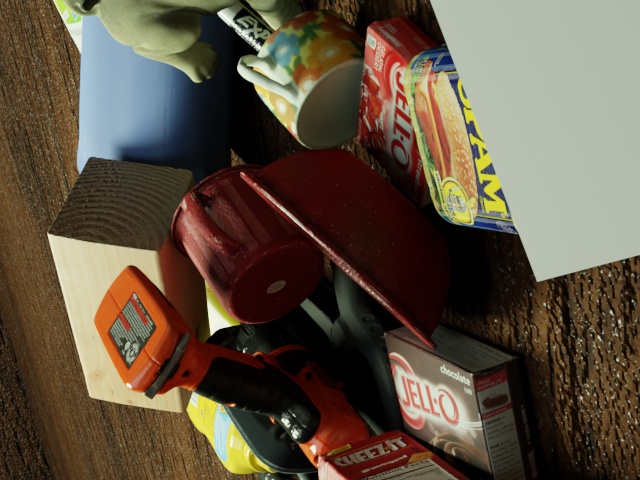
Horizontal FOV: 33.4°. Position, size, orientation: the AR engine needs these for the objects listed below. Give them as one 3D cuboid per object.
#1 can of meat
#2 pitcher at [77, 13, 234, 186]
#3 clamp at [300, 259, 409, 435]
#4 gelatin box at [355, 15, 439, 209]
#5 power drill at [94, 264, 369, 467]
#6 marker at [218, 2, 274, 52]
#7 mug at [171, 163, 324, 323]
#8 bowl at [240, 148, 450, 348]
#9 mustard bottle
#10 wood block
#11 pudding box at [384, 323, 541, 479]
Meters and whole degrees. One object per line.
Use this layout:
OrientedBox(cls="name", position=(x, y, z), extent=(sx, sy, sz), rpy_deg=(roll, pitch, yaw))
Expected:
OrientedBox(cls="can of meat", position=(0.090, -0.054, 0.535), extent=(0.084, 0.057, 0.102), rpy_deg=(14, 120, 66))
OrientedBox(cls="pitcher", position=(-0.136, -0.156, 0.853), extent=(0.145, 0.149, 0.243), rpy_deg=(-76, -2, -46))
OrientedBox(cls="clamp", position=(0.023, 0.067, 0.799), extent=(0.210, 0.036, 0.165), rpy_deg=(67, 157, 13))
OrientedBox(cls="gelatin box", position=(0.054, -0.075, 0.627), extent=(0.073, 0.030, 0.089), rpy_deg=(51, 151, 35))
OrientedBox(cls="power drill", position=(-0.067, 0.083, 0.773), extent=(0.057, 0.187, 0.185), rpy_deg=(-59, 35, 7))
OrientedBox(cls="marker", position=(-0.043, -0.143, 0.737), extent=(0.121, 0.020, 0.020), rpy_deg=(42, 153, 3))
OrientedBox(cls="mug", position=(-0.055, 0.001, 0.762), extent=(0.082, 0.093, 0.117), rpy_deg=(53, -172, 36))
OrientedBox(cls="bowl", position=(0.027, -0.006, 0.658), extent=(0.162, 0.055, 0.162), rpy_deg=(42, 178, 1))
OrientedBox(cls="mustard bottle", position=(-0.081, 0.175, 1.060), extent=(0.192, 0.058, 0.096), rpy_deg=(37, 119, 59))
OrientedBox(cls="wood block", position=(-0.149, 0.042, 0.879), extent=(0.206, 0.090, 0.090), rpy_deg=(90, -168, -46))
OrientedBox(cls="pudding box", position=(0.089, 0.106, 0.687), extent=(0.114, 0.039, 0.090), rpy_deg=(16, 123, 62))
